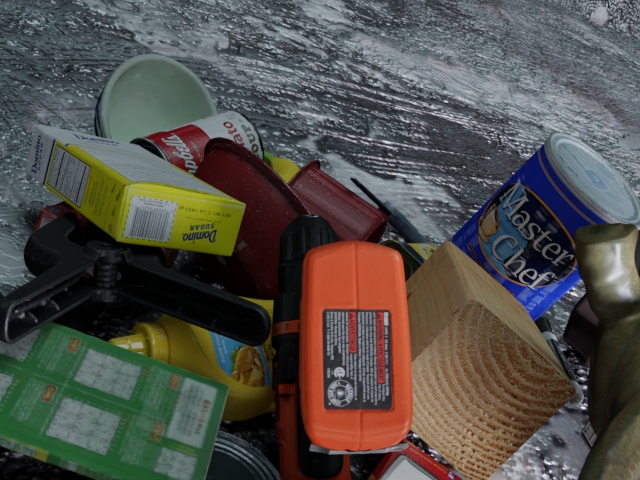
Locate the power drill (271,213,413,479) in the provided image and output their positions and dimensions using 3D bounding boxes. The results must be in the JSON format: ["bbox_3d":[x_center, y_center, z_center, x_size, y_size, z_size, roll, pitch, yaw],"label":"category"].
[{"bbox_3d":[0.005,0.057,0.620,0.057,0.184,0.188,-1,-13,-7],"label":"power drill"}]

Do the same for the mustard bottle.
[{"bbox_3d":[-0.056,0.079,0.730,0.191,0.058,0.096,6,44,-35],"label":"mustard bottle"}]

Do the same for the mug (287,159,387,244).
[{"bbox_3d":[0.006,-0.009,0.932,0.081,0.093,0.117,35,7,11],"label":"mug"}]

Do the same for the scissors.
[{"bbox_3d":[0.078,-0.012,0.985,0.096,0.016,0.201,45,4,11],"label":"scissors"}]

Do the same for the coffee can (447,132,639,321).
[{"bbox_3d":[0.180,-0.004,0.880,0.102,0.140,0.103,29,32,-21],"label":"coffee can"}]

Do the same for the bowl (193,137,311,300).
[{"bbox_3d":[-0.055,0.001,0.824,0.055,0.162,0.162,-39,60,-20],"label":"bowl"}]

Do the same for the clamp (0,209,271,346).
[{"bbox_3d":[-0.147,0.022,0.685,0.164,0.036,0.210,2,17,-31],"label":"clamp"}]

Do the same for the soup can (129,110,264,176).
[{"bbox_3d":[-0.107,-0.067,0.910,0.102,0.069,0.069,-24,52,-40],"label":"soup can"}]

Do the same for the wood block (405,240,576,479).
[{"bbox_3d":[0.100,0.076,0.755,0.090,0.091,0.206,42,9,-5],"label":"wood block"}]

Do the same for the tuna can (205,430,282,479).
[{"bbox_3d":[-0.065,0.149,0.617,0.086,0.034,0.086,20,26,-10],"label":"tuna can"}]

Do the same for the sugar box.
[{"bbox_3d":[-0.140,-0.038,0.778,0.093,0.048,0.176,10,10,-37],"label":"sugar box"}]
